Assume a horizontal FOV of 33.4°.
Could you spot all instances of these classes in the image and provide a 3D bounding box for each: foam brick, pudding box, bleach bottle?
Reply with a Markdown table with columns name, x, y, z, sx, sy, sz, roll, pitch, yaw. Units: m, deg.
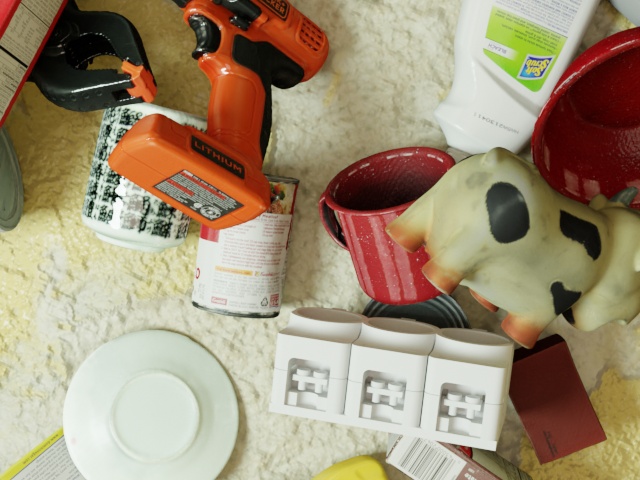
| name | x | y | z | sx | sy | sz | roll | pitch | yaw |
| --- | --- | --- | --- | --- | --- | --- | --- | --- | --- |
| foam brick | 0.166 | 0.114 | 0.774 | 0.053 | 0.051 | 0.078 | -23 | 91 | 7 |
| pudding box | 0.102 | 0.164 | 0.764 | 0.113 | 0.090 | 0.039 | 36 | 94 | 3 |
| bleach bottle | 0.138 | -0.162 | 0.754 | 0.102 | 0.068 | 0.251 | 23 | 97 | -1 |

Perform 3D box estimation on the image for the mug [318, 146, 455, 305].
| name | x | y | z | sx | sy | sz | roll | pitch | yaw |
| --- | --- | --- | --- | --- | --- | --- | --- | --- | --- |
| mug | 0.048 | -0.010 | 0.757 | 0.117 | 0.093 | 0.081 | 6 | 126 | 37 |

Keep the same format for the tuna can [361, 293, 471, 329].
| name | x | y | z | sx | sy | sz | roll | pitch | yaw |
| --- | --- | --- | --- | --- | --- | --- | --- | --- | --- |
| tuna can | 0.069 | 0.073 | 0.789 | 0.086 | 0.033 | 0.086 | 0 | 94 | 5 |

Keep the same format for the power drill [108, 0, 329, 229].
| name | x | y | z | sx | sy | sz | roll | pitch | yaw |
| --- | --- | --- | --- | --- | --- | --- | --- | --- | --- |
| power drill | -0.078 | -0.116 | 0.704 | 0.184 | 0.057 | 0.187 | 31 | 55 | -30 |

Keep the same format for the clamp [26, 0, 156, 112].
| name | x | y | z | sx | sy | sz | roll | pitch | yaw |
| --- | --- | --- | --- | --- | --- | --- | --- | --- | --- |
| clamp | -0.179 | -0.145 | 0.759 | 0.172 | 0.039 | 0.120 | 17 | 73 | 23 |

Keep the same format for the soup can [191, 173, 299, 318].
| name | x | y | z | sx | sy | sz | roll | pitch | yaw |
| --- | --- | --- | --- | --- | --- | --- | --- | --- | --- |
| soup can | -0.055 | 0.001 | 0.779 | 0.068 | 0.068 | 0.102 | 8 | 95 | 4 |
